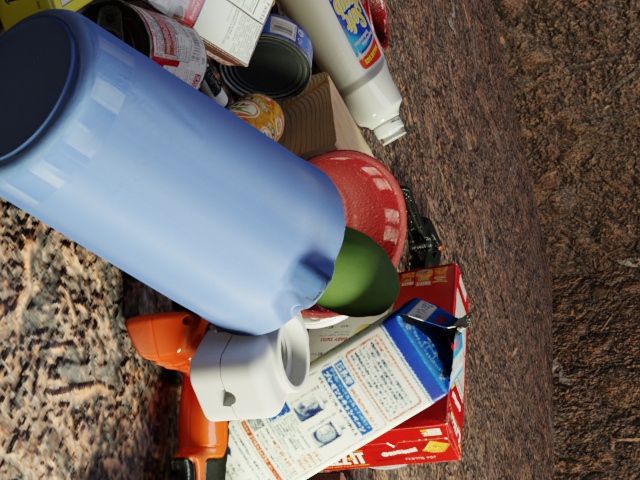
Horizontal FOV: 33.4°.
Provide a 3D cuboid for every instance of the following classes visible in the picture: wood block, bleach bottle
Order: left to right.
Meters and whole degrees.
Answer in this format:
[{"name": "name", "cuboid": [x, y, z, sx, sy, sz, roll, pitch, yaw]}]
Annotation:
[{"name": "wood block", "cuboid": [0.003, -0.069, 1.099, 0.206, 0.091, 0.090, 54, 26, -56]}, {"name": "bleach bottle", "cuboid": [0.020, -0.217, 1.119, 0.251, 0.068, 0.102, 61, 32, 1]}]

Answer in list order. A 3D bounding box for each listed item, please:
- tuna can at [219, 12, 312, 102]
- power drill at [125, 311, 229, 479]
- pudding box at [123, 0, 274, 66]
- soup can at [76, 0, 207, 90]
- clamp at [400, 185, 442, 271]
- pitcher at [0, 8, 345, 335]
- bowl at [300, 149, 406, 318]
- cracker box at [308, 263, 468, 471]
[{"name": "tuna can", "cuboid": [-0.050, -0.170, 0.995, 0.086, 0.086, 0.033, 62, 25, -48]}, {"name": "power drill", "cuboid": [-0.101, 0.148, 0.760, 0.184, 0.057, 0.187, 29, 58, -69]}, {"name": "pudding box", "cuboid": [-0.090, -0.201, 0.841, 0.113, 0.039, 0.090, 26, 83, -42]}, {"name": "soup can", "cuboid": [-0.129, -0.131, 0.759, 0.102, 0.069, 0.068, -14, 96, -73]}, {"name": "clamp", "cuboid": [0.155, 0.017, 1.643, 0.209, 0.036, 0.164, 32, 53, -68]}, {"name": "pitcher", "cuboid": [-0.107, -0.042, 0.671, 0.242, 0.149, 0.145, 35, 47, -49]}, {"name": "bowl", "cuboid": [0.001, -0.011, 1.004, 0.055, 0.162, 0.162, 27, -41, 55]}, {"name": "cracker box", "cuboid": [0.066, 0.130, 1.109, 0.213, 0.164, 0.072, -79, 153, -45]}]
